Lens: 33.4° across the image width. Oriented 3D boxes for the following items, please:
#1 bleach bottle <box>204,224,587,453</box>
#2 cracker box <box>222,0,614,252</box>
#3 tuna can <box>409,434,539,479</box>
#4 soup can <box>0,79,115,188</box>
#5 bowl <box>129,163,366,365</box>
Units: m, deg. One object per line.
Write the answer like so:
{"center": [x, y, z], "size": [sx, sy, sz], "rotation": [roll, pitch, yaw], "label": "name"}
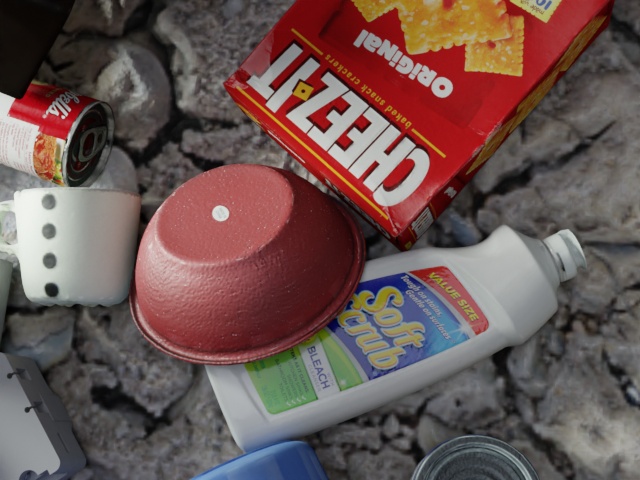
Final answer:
{"center": [0.049, 0.048, 0.699], "size": [0.251, 0.068, 0.102], "rotation": [-24, 76, 2], "label": "bleach bottle"}
{"center": [0.065, -0.126, 0.722], "size": [0.164, 0.072, 0.213], "rotation": [42, 89, 14], "label": "cracker box"}
{"center": [0.097, 0.166, 0.675], "size": [0.086, 0.034, 0.086], "rotation": [0, 72, 0], "label": "tuna can"}
{"center": [-0.208, -0.081, 0.761], "size": [0.102, 0.068, 0.068], "rotation": [19, 83, 12], "label": "soup can"}
{"center": [-0.054, 0.001, 0.687], "size": [0.162, 0.055, 0.162], "rotation": [-9, 44, 9], "label": "bowl"}
